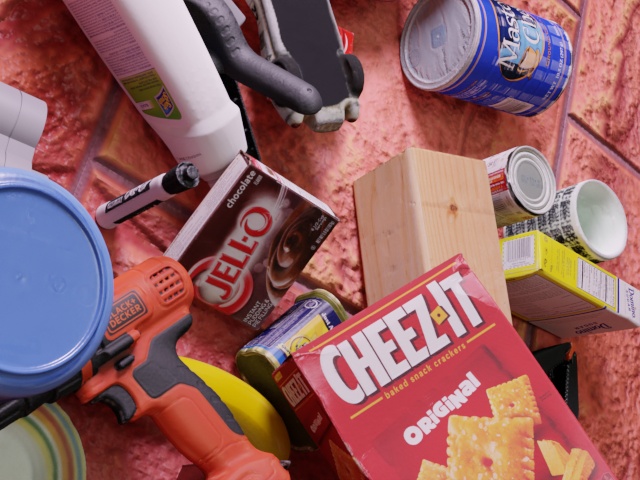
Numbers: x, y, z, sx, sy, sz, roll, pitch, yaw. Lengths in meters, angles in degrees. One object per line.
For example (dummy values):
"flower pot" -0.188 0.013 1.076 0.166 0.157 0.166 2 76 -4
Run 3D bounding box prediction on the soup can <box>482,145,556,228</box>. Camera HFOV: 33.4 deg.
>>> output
"soup can" 0.161 -0.043 1.002 0.068 0.102 0.068 13 69 -36

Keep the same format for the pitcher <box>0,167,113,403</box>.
"pitcher" -0.219 0.026 0.569 0.144 0.243 0.149 -41 110 -43

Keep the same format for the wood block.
"wood block" 0.098 0.036 0.919 0.090 0.090 0.206 7 67 -33

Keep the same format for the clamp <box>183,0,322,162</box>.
"clamp" -0.070 -0.139 0.832 0.171 0.120 0.039 56 45 -7

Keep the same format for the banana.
"banana" -0.087 0.125 0.787 0.197 0.037 0.069 36 56 -27

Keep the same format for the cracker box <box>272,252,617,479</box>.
"cracker box" 0.093 0.139 0.778 0.164 0.072 0.214 -29 79 -24

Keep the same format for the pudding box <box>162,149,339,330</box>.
"pudding box" -0.055 0.001 0.812 0.090 0.039 0.113 31 99 -30

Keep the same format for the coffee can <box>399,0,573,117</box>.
"coffee can" 0.163 -0.184 1.046 0.140 0.103 0.103 9 71 -38

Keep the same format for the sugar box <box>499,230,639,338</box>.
"sugar box" 0.221 0.046 1.022 0.176 0.094 0.048 23 63 -40

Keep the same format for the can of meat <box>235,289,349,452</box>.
"can of meat" -0.009 0.104 0.847 0.083 0.058 0.102 -39 102 -38

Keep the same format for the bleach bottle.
"bleach bottle" -0.128 -0.142 0.807 0.068 0.103 0.251 -38 111 -27

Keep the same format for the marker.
"marker" -0.122 -0.031 0.749 0.020 0.121 0.020 13 69 -37

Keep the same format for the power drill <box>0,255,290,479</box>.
"power drill" -0.119 0.121 0.690 0.184 0.057 0.187 -35 93 -38
